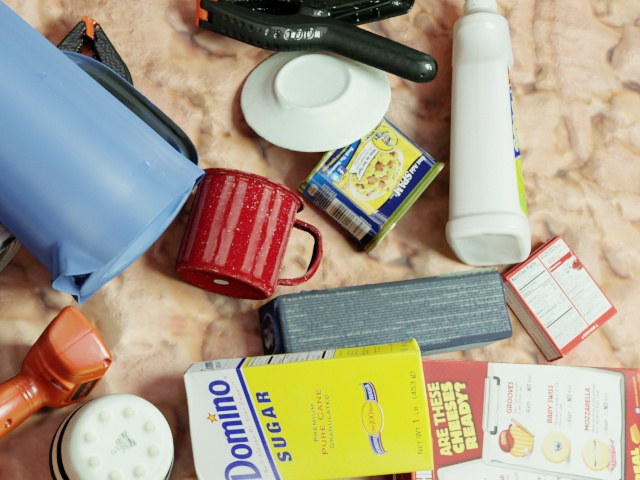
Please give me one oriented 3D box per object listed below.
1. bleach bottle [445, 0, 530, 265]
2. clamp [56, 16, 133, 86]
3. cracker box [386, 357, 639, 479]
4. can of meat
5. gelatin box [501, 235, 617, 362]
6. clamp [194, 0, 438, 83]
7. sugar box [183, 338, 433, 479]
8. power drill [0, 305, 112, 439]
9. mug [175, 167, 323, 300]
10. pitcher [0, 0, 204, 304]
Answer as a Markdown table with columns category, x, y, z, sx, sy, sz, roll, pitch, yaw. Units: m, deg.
| category | x | y | z | sx | sy | sz | roll | pitch | yaw |
| --- | --- | --- | --- | --- | --- | --- | --- | --- | --- |
| bleach bottle | 0.144 | -0.110 | 0.943 | 0.068 | 0.102 | 0.251 | -5 | 71 | 15 |
| clamp | -0.183 | -0.094 | 0.868 | 0.120 | 0.039 | 0.171 | 14 | 76 | -19 |
| cracker box | 0.162 | 0.185 | 0.872 | 0.213 | 0.072 | 0.164 | 4 | 72 | -15 |
| can of meat | 0.043 | -0.054 | 0.916 | 0.084 | 0.057 | 0.102 | 41 | 65 | 0 |
| gelatin box | 0.209 | 0.051 | 0.950 | 0.073 | 0.030 | 0.089 | -35 | 86 | -22 |
| clamp | -0.002 | -0.194 | 0.937 | 0.210 | 0.036 | 0.164 | 8 | 33 | -1 |
| sugar box | -0.009 | 0.130 | 0.795 | 0.176 | 0.048 | 0.093 | -7 | 95 | 3 |
| power drill | -0.233 | 0.119 | 0.717 | 0.187 | 0.185 | 0.057 | -34 | 86 | -33 |
| mug | -0.056 | 0.001 | 0.850 | 0.117 | 0.093 | 0.081 | 17 | 74 | -8 |
| pitcher | -0.208 | -0.085 | 0.781 | 0.243 | 0.149 | 0.145 | 44 | 88 | -4 |
